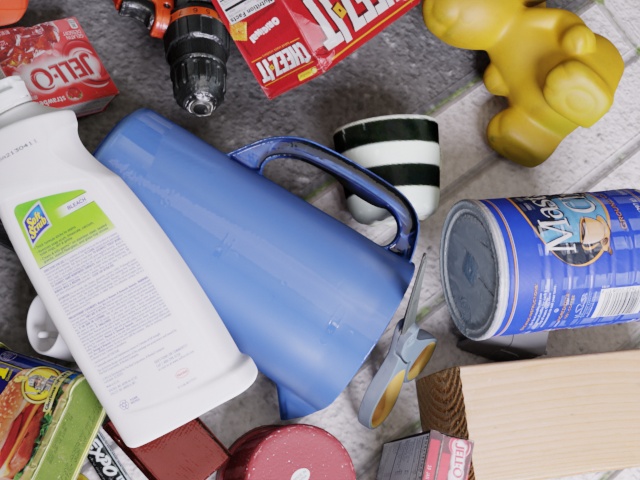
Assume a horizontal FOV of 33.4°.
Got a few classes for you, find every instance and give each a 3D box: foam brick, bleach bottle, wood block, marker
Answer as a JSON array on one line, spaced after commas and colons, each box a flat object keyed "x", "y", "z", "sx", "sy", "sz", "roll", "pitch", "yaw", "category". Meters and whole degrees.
[{"x": -0.112, "y": 0.146, "z": 0.772, "sx": 0.051, "sy": 0.053, "sz": 0.078, "roll": -42, "pitch": 88, "yaw": -21, "category": "foam brick"}, {"x": -0.144, "y": 0.005, "z": 0.705, "sx": 0.102, "sy": 0.068, "sz": 0.251, "roll": -28, "pitch": 93, "yaw": 2, "category": "bleach bottle"}, {"x": 0.191, "y": 0.139, "z": 0.839, "sx": 0.205, "sy": 0.090, "sz": 0.091, "roll": -3, "pitch": 77, "yaw": -17, "category": "wood block"}, {"x": -0.159, "y": 0.156, "z": 0.773, "sx": 0.020, "sy": 0.020, "sz": 0.121, "roll": -32, "pitch": 86, "yaw": -21, "category": "marker"}]

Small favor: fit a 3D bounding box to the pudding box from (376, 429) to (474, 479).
[{"x": 0.069, "y": 0.189, "z": 0.778, "sx": 0.039, "sy": 0.114, "sz": 0.090, "roll": 19, "pitch": 72, "yaw": -11, "category": "pudding box"}]

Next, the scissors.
[{"x": 0.071, "y": 0.063, "z": 0.784, "sx": 0.016, "sy": 0.202, "sz": 0.096, "roll": 34, "pitch": 43, "yaw": 19, "category": "scissors"}]

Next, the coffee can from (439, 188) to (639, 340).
[{"x": 0.172, "y": 0.016, "z": 0.791, "sx": 0.140, "sy": 0.103, "sz": 0.103, "roll": -4, "pitch": 77, "yaw": -17, "category": "coffee can"}]

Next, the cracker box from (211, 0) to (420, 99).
[{"x": -0.027, "y": -0.243, "z": 0.831, "sx": 0.164, "sy": 0.072, "sz": 0.213, "roll": -43, "pitch": 108, "yaw": -44, "category": "cracker box"}]

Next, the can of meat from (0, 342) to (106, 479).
[{"x": -0.204, "y": 0.129, "z": 0.728, "sx": 0.084, "sy": 0.057, "sz": 0.102, "roll": 13, "pitch": 69, "yaw": 23, "category": "can of meat"}]

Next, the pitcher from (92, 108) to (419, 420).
[{"x": -0.055, "y": 0.001, "z": 0.787, "sx": 0.243, "sy": 0.145, "sz": 0.149, "roll": 34, "pitch": 43, "yaw": -2, "category": "pitcher"}]

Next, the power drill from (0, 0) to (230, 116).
[{"x": -0.159, "y": -0.179, "z": 0.810, "sx": 0.187, "sy": 0.057, "sz": 0.184, "roll": 11, "pitch": 48, "yaw": -23, "category": "power drill"}]

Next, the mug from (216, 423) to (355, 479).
[{"x": -0.013, "y": 0.182, "z": 0.774, "sx": 0.117, "sy": 0.082, "sz": 0.093, "roll": 29, "pitch": 70, "yaw": -7, "category": "mug"}]

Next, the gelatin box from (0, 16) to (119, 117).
[{"x": -0.208, "y": -0.128, "z": 0.813, "sx": 0.089, "sy": 0.030, "sz": 0.073, "roll": -24, "pitch": 81, "yaw": -47, "category": "gelatin box"}]
